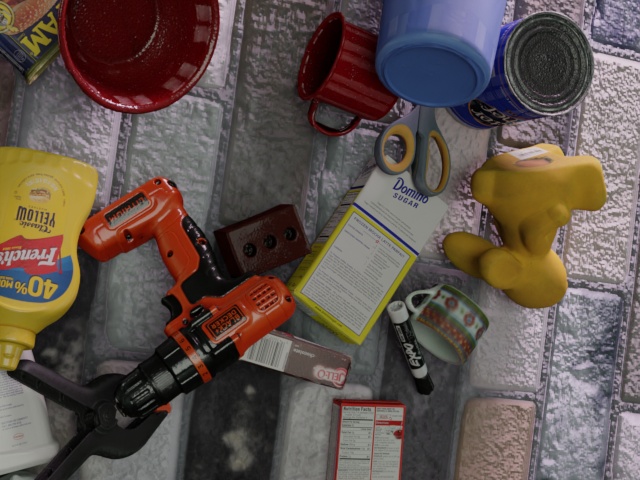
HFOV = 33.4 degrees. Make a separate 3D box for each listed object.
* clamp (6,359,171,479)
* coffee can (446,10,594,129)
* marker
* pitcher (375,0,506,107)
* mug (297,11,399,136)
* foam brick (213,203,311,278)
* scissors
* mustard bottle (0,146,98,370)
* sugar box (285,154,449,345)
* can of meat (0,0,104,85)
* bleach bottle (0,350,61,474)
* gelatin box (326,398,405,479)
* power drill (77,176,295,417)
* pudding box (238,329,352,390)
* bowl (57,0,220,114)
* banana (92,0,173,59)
[{"bbox_3d":[-0.210,0.153,0.969,0.171,0.039,0.120,-14,93,-55],"label":"clamp"},{"bbox_3d":[0.198,-0.171,1.096,0.102,0.140,0.103,0,90,-20],"label":"coffee can"},{"bbox_3d":[0.095,0.114,1.105,0.020,0.020,0.121,-32,123,-17],"label":"marker"},{"bbox_3d":[0.113,-0.256,1.030,0.145,0.149,0.242,48,46,-47],"label":"pitcher"},{"bbox_3d":[0.029,-0.159,1.068,0.081,0.093,0.117,19,101,-24],"label":"mug"},{"bbox_3d":[-0.057,0.001,1.053,0.078,0.051,0.053,-23,98,-18],"label":"foam brick"},{"bbox_3d":[0.093,-0.144,1.100,0.096,0.016,0.202,2,76,-29],"label":"scissors"},{"bbox_3d":[-0.257,0.018,0.931,0.096,0.058,0.191,12,71,-17],"label":"mustard bottle"},{"bbox_3d":[0.047,0.009,1.094,0.093,0.048,0.176,39,74,-16],"label":"sugar box"},{"bbox_3d":[-0.263,-0.209,0.975,0.084,0.057,0.102,44,77,-13],"label":"can of meat"},{"bbox_3d":[-0.307,0.082,0.959,0.102,0.068,0.251,-10,91,-25],"label":"bleach bottle"},{"bbox_3d":[0.047,0.209,1.103,0.073,0.030,0.089,5,89,-18],"label":"gelatin box"},{"bbox_3d":[-0.144,0.048,0.975,0.184,0.057,0.188,-34,71,-15],"label":"power drill"},{"bbox_3d":[-0.037,0.111,1.041,0.113,0.090,0.039,21,81,-18],"label":"pudding box"},{"bbox_3d":[-0.171,-0.197,0.955,0.161,0.055,0.162,-16,118,-34],"label":"bowl"},{"bbox_3d":[-0.154,-0.238,1.019,0.069,0.037,0.198,35,84,-33],"label":"banana"}]
